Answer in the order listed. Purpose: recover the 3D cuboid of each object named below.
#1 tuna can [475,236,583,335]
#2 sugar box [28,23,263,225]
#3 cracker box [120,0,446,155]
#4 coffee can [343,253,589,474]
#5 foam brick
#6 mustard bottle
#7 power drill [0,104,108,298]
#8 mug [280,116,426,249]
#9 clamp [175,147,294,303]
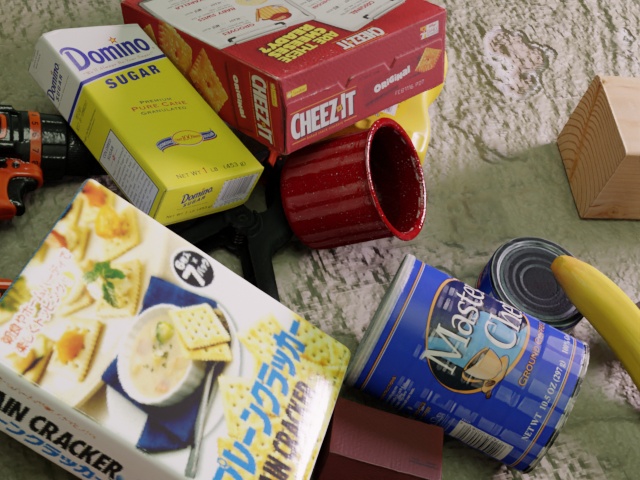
[{"bbox_3d":[0.167,0.040,0.838,0.086,0.034,0.086,7,55,-11],"label":"tuna can"},{"bbox_3d":[-0.131,-0.091,0.789,0.093,0.048,0.176,-17,59,-44],"label":"sugar box"},{"bbox_3d":[-0.032,-0.157,0.846,0.164,0.072,0.214,-28,41,-29],"label":"cracker box"},{"bbox_3d":[0.100,0.085,0.746,0.140,0.103,0.102,26,54,3],"label":"coffee can"},{"bbox_3d":[0.037,0.149,0.709,0.078,0.051,0.053,17,35,-3],"label":"foam brick"},{"bbox_3d":[0.058,-0.141,0.915,0.096,0.058,0.191,13,54,6],"label":"mustard bottle"},{"bbox_3d":[-0.217,-0.014,0.758,0.184,0.057,0.187,0,55,-20],"label":"power drill"},{"bbox_3d":[0.030,-0.037,0.815,0.117,0.082,0.093,14,68,-57],"label":"mug"},{"bbox_3d":[-0.055,0.001,0.802,0.120,0.039,0.171,34,53,-1],"label":"clamp"}]
